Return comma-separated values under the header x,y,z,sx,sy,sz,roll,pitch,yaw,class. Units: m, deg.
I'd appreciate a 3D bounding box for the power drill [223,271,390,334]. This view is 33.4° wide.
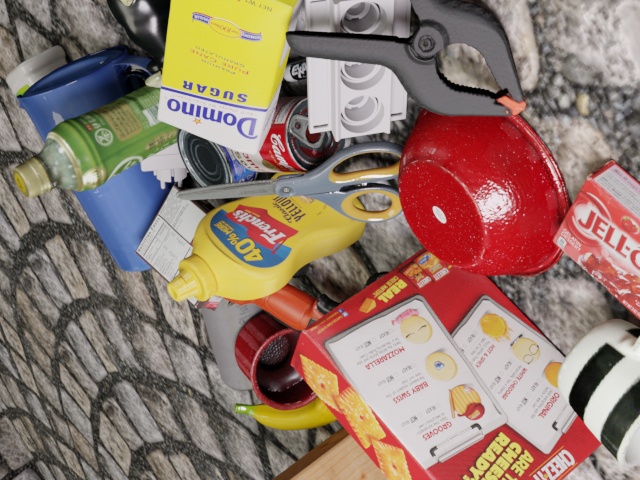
x,y,z,sx,sy,sz,roll,pitch,yaw,class
-0.007,0.055,1.046,0.188,0.057,0.185,35,143,15,power drill

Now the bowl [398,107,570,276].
x,y,z,sx,sy,sz,roll,pitch,yaw,class
0.111,-0.032,0.816,0.162,0.055,0.162,38,146,32,bowl

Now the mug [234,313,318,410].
x,y,z,sx,sy,sz,roll,pitch,yaw,class
-0.041,0.116,1.163,0.082,0.093,0.117,32,107,64,mug

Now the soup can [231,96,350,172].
x,y,z,sx,sy,sz,roll,pitch,yaw,class
-0.030,-0.094,0.958,0.102,0.068,0.068,6,123,55,soup can

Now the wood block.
x,y,z,sx,sy,sz,roll,pitch,yaw,class
-0.007,0.284,1.145,0.090,0.205,0.091,57,151,2,wood block

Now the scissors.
x,y,z,sx,sy,sz,roll,pitch,yaw,class
-0.014,-0.036,0.923,0.202,0.016,0.096,-15,134,18,scissors

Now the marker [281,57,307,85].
x,y,z,sx,sy,sz,roll,pitch,yaw,class
-0.010,-0.149,0.925,0.121,0.020,0.020,0,117,57,marker

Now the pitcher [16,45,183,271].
x,y,z,sx,sy,sz,roll,pitch,yaw,class
-0.224,-0.092,1.215,0.149,0.145,0.243,26,143,62,pitcher

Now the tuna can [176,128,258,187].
x,y,z,sx,sy,sz,roll,pitch,yaw,class
-0.100,-0.084,1.030,0.086,0.033,0.086,36,145,30,tuna can

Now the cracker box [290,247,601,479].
x,y,z,sx,sy,sz,roll,pitch,yaw,class
0.106,0.122,0.859,0.214,0.164,0.072,48,151,18,cracker box

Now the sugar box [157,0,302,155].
x,y,z,sx,sy,sz,roll,pitch,yaw,class
-0.073,-0.146,0.836,0.093,0.048,0.176,21,142,2,sugar box

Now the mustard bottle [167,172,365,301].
x,y,z,sx,sy,sz,roll,pitch,yaw,class
-0.056,0.001,0.962,0.096,0.191,0.058,44,148,23,mustard bottle

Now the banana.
x,y,z,sx,sy,sz,roll,pitch,yaw,class
-0.021,0.198,1.233,0.198,0.069,0.037,-20,67,51,banana

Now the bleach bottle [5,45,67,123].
x,y,z,sx,sy,sz,roll,pitch,yaw,class
-0.306,-0.118,1.368,0.103,0.068,0.251,-10,111,60,bleach bottle

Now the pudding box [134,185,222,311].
x,y,z,sx,sy,sz,roll,pitch,yaw,class
-0.135,0.007,1.140,0.114,0.039,0.090,39,105,32,pudding box

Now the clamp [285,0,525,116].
x,y,z,sx,sy,sz,roll,pitch,yaw,class
0.063,-0.135,0.741,0.171,0.039,0.120,44,116,-6,clamp
